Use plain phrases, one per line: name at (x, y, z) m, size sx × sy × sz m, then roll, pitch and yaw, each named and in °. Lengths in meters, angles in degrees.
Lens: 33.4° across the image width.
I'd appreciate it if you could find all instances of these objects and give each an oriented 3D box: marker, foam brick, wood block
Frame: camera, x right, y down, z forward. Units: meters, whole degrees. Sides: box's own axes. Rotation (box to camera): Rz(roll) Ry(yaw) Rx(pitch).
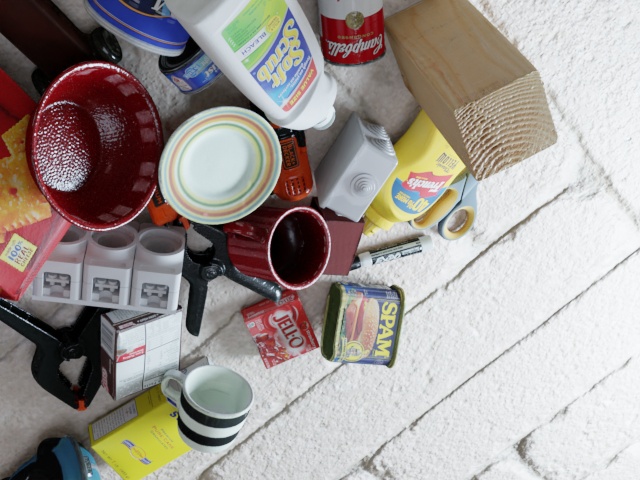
marker at (0.078, 0.017, 1.292) m, size 0.121 × 0.020 × 0.020 m, roll -15°, pitch 127°, yaw -8°
foam brick at (0.012, -0.005, 1.234) m, size 0.051 × 0.053 × 0.078 m, roll 4°, pitch 122°, yaw -21°
wood block at (0.146, -0.162, 1.070) m, size 0.090 × 0.206 × 0.090 m, roll -26°, pitch 128°, yaw 1°

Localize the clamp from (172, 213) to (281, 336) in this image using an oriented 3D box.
clamp at (-0.133, 0.036, 1.225) m, size 0.120 × 0.039 × 0.171 m, roll -34°, pitch 121°, yaw 1°

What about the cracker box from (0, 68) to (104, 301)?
cracker box at (-0.328, -0.070, 1.014) m, size 0.213 × 0.072 × 0.164 m, roll 50°, pitch 60°, yaw -37°

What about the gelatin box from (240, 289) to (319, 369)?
gelatin box at (-0.049, 0.108, 1.307) m, size 0.073 × 0.030 × 0.089 m, roll -23°, pitch 128°, yaw -2°

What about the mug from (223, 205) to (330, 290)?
mug at (-0.058, 0.001, 1.177) m, size 0.117 × 0.082 × 0.093 m, roll 19°, pitch 83°, yaw -42°

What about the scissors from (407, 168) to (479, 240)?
scissors at (0.193, -0.071, 1.270) m, size 0.202 × 0.016 × 0.096 m, roll -37°, pitch 128°, yaw 9°

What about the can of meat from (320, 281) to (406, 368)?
can of meat at (0.051, 0.102, 1.306) m, size 0.083 × 0.057 × 0.102 m, roll 6°, pitch 99°, yaw -18°

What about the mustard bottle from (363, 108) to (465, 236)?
mustard bottle at (0.109, -0.079, 1.209) m, size 0.096 × 0.058 × 0.192 m, roll 21°, pitch 117°, yaw -47°

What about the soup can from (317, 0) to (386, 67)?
soup can at (0.030, -0.234, 1.069) m, size 0.068 × 0.068 × 0.102 m, roll -13°, pitch 126°, yaw -10°

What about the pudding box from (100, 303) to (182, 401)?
pudding box at (-0.208, 0.124, 1.243) m, size 0.089 × 0.039 × 0.114 m, roll -19°, pitch 136°, yaw -33°

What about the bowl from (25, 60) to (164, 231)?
bowl at (-0.226, -0.090, 1.023) m, size 0.161 × 0.055 × 0.162 m, roll -6°, pitch 98°, yaw -52°

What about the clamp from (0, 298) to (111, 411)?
clamp at (-0.298, 0.116, 1.222) m, size 0.164 × 0.036 × 0.210 m, roll -9°, pitch 128°, yaw -23°

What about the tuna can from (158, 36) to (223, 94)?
tuna can at (-0.118, -0.186, 1.043) m, size 0.086 × 0.086 × 0.033 m, roll -40°, pitch 125°, yaw 11°

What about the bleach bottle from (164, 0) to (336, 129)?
bleach bottle at (-0.042, -0.180, 1.003) m, size 0.102 × 0.068 × 0.250 m, roll -47°, pitch 147°, yaw 0°

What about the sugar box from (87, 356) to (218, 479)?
sugar box at (-0.190, 0.227, 1.335) m, size 0.176 × 0.048 × 0.093 m, roll -30°, pitch 127°, yaw 5°

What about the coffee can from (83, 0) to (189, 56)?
coffee can at (-0.141, -0.255, 0.976) m, size 0.102 × 0.103 × 0.140 m, roll 19°, pitch 116°, yaw -29°

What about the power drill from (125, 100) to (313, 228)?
power drill at (-0.107, -0.102, 1.124) m, size 0.187 × 0.057 × 0.184 m, roll -17°, pitch 124°, yaw -5°
